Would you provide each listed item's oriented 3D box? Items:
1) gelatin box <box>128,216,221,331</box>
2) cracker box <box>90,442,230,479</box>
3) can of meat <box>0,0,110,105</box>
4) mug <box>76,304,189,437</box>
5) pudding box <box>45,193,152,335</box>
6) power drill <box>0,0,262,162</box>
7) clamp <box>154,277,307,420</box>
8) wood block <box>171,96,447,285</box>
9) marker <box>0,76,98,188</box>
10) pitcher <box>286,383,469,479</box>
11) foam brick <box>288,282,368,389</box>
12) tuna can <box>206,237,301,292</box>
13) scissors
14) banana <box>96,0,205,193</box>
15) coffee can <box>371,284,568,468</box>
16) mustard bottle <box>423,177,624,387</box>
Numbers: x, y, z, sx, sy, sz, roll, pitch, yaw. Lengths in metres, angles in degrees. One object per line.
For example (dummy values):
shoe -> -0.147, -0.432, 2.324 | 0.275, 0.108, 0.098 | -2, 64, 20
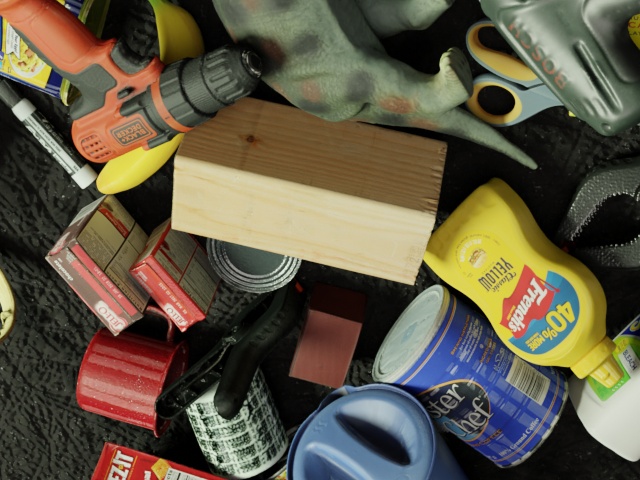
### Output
gelatin box -> -0.126, 0.028, 0.943 | 0.030, 0.089, 0.073 | -33, 107, 21
cracker box -> -0.116, 0.283, 1.034 | 0.213, 0.072, 0.164 | 17, 148, 2
can of meat -> -0.228, -0.175, 0.878 | 0.084, 0.057, 0.102 | 21, 117, -1
mug -> -0.173, 0.117, 1.001 | 0.081, 0.093, 0.117 | 14, 88, 6
pudding box -> -0.183, 0.018, 0.933 | 0.039, 0.113, 0.090 | -32, 107, 19
power drill -> -0.157, -0.150, 0.790 | 0.185, 0.057, 0.187 | -20, 123, 32
clamp -> -0.064, 0.095, 0.927 | 0.039, 0.171, 0.120 | 52, 156, -25
wood block -> -0.009, -0.045, 0.876 | 0.206, 0.090, 0.090 | 13, 140, 2
marker -> -0.243, -0.096, 0.939 | 0.020, 0.020, 0.121 | -35, 107, 22
pitcher -> 0.081, 0.247, 0.948 | 0.145, 0.149, 0.242 | 6, 149, 34
foam brick -> 0.007, 0.087, 0.972 | 0.051, 0.053, 0.078 | 16, 117, 0
tuna can -> -0.056, 0.001, 0.950 | 0.086, 0.033, 0.086 | 3, 116, 7
scissors -> 0.191, -0.100, 0.833 | 0.202, 0.016, 0.096 | 39, 132, 17
banana -> -0.138, -0.117, 0.906 | 0.070, 0.037, 0.198 | 27, 117, 15
coffee can -> 0.131, 0.120, 0.942 | 0.140, 0.102, 0.103 | 35, 115, -9
mustard bottle -> 0.178, 0.046, 0.887 | 0.192, 0.058, 0.096 | 47, 124, 9
